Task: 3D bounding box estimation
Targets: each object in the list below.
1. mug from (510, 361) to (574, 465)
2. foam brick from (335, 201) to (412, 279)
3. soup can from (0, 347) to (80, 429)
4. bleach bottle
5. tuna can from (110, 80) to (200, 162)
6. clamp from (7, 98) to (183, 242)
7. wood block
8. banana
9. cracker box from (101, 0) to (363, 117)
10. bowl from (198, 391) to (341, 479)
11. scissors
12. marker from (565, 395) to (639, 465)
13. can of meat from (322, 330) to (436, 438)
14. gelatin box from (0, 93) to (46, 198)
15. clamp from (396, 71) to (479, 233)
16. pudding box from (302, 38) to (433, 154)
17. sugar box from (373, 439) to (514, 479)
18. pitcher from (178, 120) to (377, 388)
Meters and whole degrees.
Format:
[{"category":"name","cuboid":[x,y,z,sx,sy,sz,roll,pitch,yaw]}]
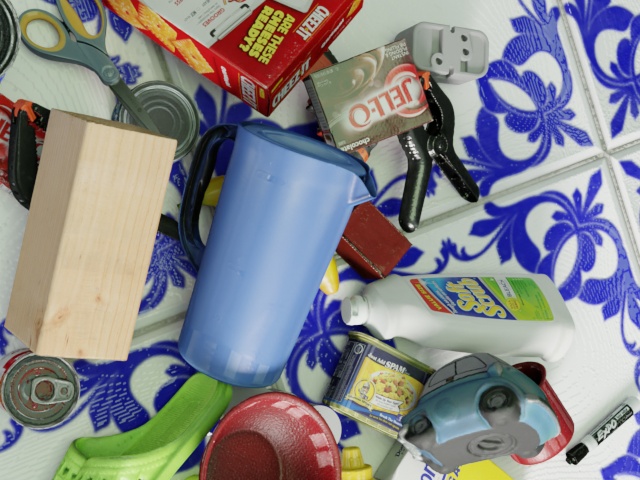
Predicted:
[{"category":"mug","cuboid":[0.220,0.202,1.194,0.117,0.093,0.081,-33,106,7]},{"category":"foam brick","cuboid":[0.047,-0.002,1.145,0.078,0.053,0.051,45,72,-16]},{"category":"soup can","cuboid":[-0.264,0.134,0.980,0.068,0.102,0.068,1,87,-23]},{"category":"bleach bottle","cuboid":[0.145,0.083,1.161,0.250,0.068,0.102,1,45,-22]},{"category":"tuna can","cuboid":[-0.165,-0.117,1.072,0.086,0.034,0.086,1,87,-23]},{"category":"clamp","cuboid":[-0.226,-0.043,1.018,0.164,0.036,0.210,-29,115,-26]},{"category":"wood block","cuboid":[-0.208,-0.005,0.960,0.090,0.091,0.206,9,98,-37]},{"category":"banana","cuboid":[-0.051,-0.016,1.116,0.197,0.037,0.069,30,95,-17]},{"category":"cracker box","cuboid":[-0.087,-0.246,1.048,0.214,0.072,0.164,35,73,11]},{"category":"bowl","cuboid":[-0.058,0.225,1.016,0.161,0.055,0.162,6,80,-37]},{"category":"scissors","cuboid":[-0.226,-0.161,1.035,0.096,0.016,0.202,-20,80,-14]},{"category":"marker","cuboid":[0.336,0.228,1.272,0.121,0.020,0.020,-35,100,-21]},{"category":"can of meat","cuboid":[0.061,0.156,1.141,0.102,0.058,0.084,28,78,-19]},{"category":"gelatin box","cuboid":[-0.291,-0.086,1.019,0.089,0.030,0.073,37,75,-17]},{"category":"clamp","cuboid":[0.113,-0.095,1.161,0.120,0.039,0.171,-37,115,-38]},{"category":"pudding box","cuboid":[0.048,-0.145,1.092,0.113,0.039,0.090,-22,98,-12]},{"category":"sugar box","cuboid":[0.153,0.276,1.178,0.176,0.048,0.093,40,74,-17]},{"category":"pitcher","cuboid":[-0.061,0.010,1.036,0.144,0.149,0.243,15,103,-25]}]
